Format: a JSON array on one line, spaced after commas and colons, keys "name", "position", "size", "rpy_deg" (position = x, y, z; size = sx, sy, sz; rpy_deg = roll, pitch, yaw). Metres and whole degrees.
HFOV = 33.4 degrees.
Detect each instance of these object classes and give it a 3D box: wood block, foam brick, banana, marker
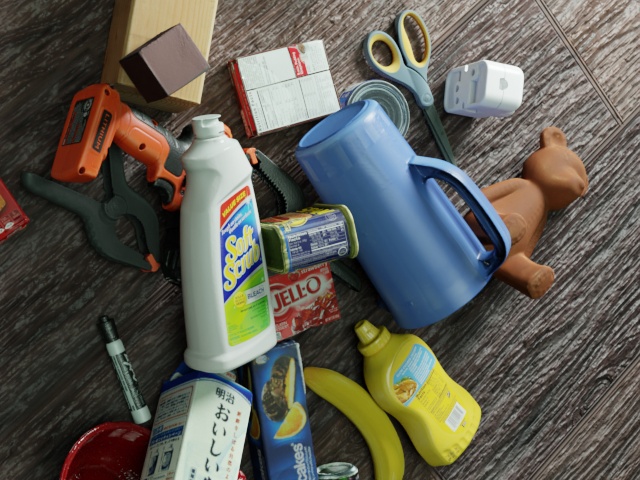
[{"name": "wood block", "position": [-0.163, -0.248, 1.118], "size": [0.090, 0.090, 0.206], "rpy_deg": [12, 85, -24]}, {"name": "foam brick", "position": [-0.152, -0.170, 1.030], "size": [0.053, 0.078, 0.051], "rpy_deg": [-38, 107, -20]}, {"name": "banana", "position": [0.048, 0.218, 1.235], "size": [0.069, 0.037, 0.198], "rpy_deg": [-32, 102, -22]}, {"name": "marker", "position": [-0.209, 0.136, 1.134], "size": [0.020, 0.020, 0.121], "rpy_deg": [-23, 98, -22]}]

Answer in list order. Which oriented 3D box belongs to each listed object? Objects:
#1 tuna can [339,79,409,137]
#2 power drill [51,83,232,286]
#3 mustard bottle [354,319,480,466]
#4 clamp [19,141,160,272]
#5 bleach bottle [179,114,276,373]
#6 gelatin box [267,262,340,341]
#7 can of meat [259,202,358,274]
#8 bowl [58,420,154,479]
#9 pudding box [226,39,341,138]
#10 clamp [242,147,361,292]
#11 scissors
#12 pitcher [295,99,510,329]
[{"name": "tuna can", "position": [0.060, -0.144, 1.244], "size": [0.086, 0.034, 0.086], "rpy_deg": [0, 90, -24]}, {"name": "power drill", "position": [-0.180, -0.063, 1.095], "size": [0.187, 0.057, 0.184], "rpy_deg": [27, 67, -42]}, {"name": "mustard bottle", "position": [0.105, 0.166, 1.246], "size": [0.191, 0.058, 0.096], "rpy_deg": [50, 53, -15]}, {"name": "clamp", "position": [-0.218, -0.045, 1.121], "size": [0.120, 0.039, 0.171], "rpy_deg": [-48, 115, -18]}, {"name": "bleach bottle", "position": [-0.105, 0.000, 1.084], "size": [0.102, 0.068, 0.251], "rpy_deg": [-23, 112, -47]}, {"name": "gelatin box", "position": [-0.028, 0.063, 1.174], "size": [0.089, 0.030, 0.073], "rpy_deg": [-18, 104, -23]}, {"name": "can of meat", "position": [-0.021, -0.002, 1.131], "size": [0.083, 0.102, 0.057], "rpy_deg": [-15, 100, -22]}, {"name": "bowl", "position": [-0.213, 0.270, 1.091], "size": [0.161, 0.055, 0.162], "rpy_deg": [25, 54, -40]}, {"name": "pudding box", "position": [-0.040, -0.171, 1.199], "size": [0.113, 0.039, 0.090], "rpy_deg": [-17, 97, -21]}, {"name": "clamp", "position": [-0.058, 0.001, 1.191], "size": [0.164, 0.036, 0.210], "rpy_deg": [-30, 105, -21]}, {"name": "scissors", "position": [0.106, -0.173, 1.275], "size": [0.096, 0.016, 0.202], "rpy_deg": [-11, 94, -21]}, {"name": "pitcher", "position": [0.087, -0.035, 1.181], "size": [0.149, 0.145, 0.242], "rpy_deg": [-37, 107, -7]}]
